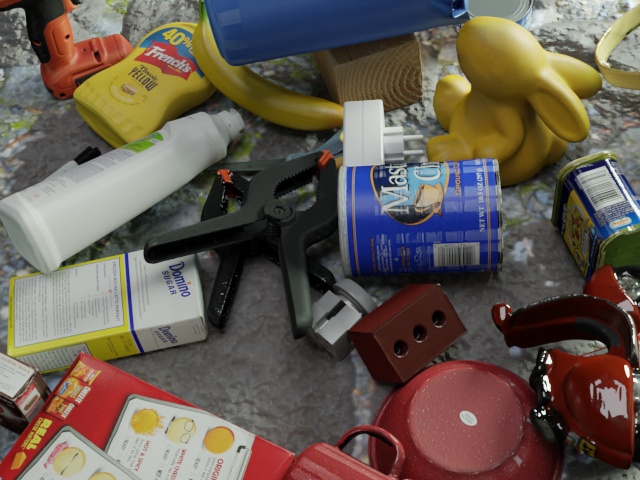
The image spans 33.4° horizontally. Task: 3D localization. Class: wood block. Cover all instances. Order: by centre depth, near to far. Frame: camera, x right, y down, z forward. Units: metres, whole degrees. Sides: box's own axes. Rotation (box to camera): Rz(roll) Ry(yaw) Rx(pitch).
[{"bbox_3d":[0.030,-0.235,1.129,0.091,0.090,0.206,-18,55,-4],"label":"wood block"}]

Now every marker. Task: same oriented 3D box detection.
[{"bbox_3d":[-0.274,-0.057,1.090,0.121,0.020,0.020,-40,59,-19],"label":"marker"}]

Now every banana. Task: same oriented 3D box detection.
[{"bbox_3d":[-0.063,-0.162,1.089,0.198,0.070,0.037,38,42,4],"label":"banana"}]

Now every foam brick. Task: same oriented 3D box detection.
[{"bbox_3d":[0.073,0.078,0.909,0.078,0.051,0.053,-36,102,-21],"label":"foam brick"}]

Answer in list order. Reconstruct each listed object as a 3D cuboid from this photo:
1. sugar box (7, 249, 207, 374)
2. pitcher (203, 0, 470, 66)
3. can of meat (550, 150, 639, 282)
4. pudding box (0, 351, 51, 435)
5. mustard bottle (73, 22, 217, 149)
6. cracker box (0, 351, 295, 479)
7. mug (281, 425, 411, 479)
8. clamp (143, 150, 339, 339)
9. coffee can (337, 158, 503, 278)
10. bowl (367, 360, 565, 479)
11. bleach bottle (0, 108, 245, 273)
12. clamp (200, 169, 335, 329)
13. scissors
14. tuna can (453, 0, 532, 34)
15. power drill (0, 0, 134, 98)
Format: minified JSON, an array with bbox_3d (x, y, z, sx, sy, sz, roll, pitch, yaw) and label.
[{"bbox_3d":[-0.195,0.062,0.979,0.176,0.048,0.093,-10,52,-2],"label":"sugar box"},{"bbox_3d":[0.014,-0.251,1.014,0.243,0.149,0.145,-13,96,4],"label":"pitcher"},{"bbox_3d":[0.248,-0.013,0.934,0.057,0.102,0.084,-18,56,-5],"label":"can of meat"},{"bbox_3d":[-0.283,0.125,0.920,0.114,0.090,0.039,19,59,20],"label":"pudding box"},{"bbox_3d":[-0.161,-0.177,1.134,0.096,0.058,0.191,39,67,18],"label":"mustard bottle"},{"bbox_3d":[-0.147,0.207,0.854,0.214,0.072,0.164,22,61,21],"label":"cracker box"},{"bbox_3d":[0.021,0.197,0.821,0.082,0.093,0.117,24,83,28],"label":"mug"},{"bbox_3d":[-0.051,-0.016,0.972,0.164,0.036,0.209,22,49,8],"label":"clamp"},{"bbox_3d":[0.090,-0.020,0.960,0.140,0.103,0.103,-3,55,6],"label":"coffee can"},{"bbox_3d":[0.117,0.156,0.862,0.162,0.055,0.162,-4,55,5],"label":"bowl"},{"bbox_3d":[-0.179,-0.061,1.030,0.250,0.068,0.103,-30,27,-22],"label":"bleach bottle"},{"bbox_3d":[-0.057,0.001,1.008,0.120,0.039,0.171,-7,56,-10],"label":"clamp"},{"bbox_3d":[-0.012,-0.092,1.079,0.202,0.016,0.096,10,55,15],"label":"scissors"},{"bbox_3d":[0.184,-0.248,1.149,0.086,0.034,0.086,-4,54,5],"label":"tuna can"},{"bbox_3d":[-0.253,-0.246,1.118,0.184,0.187,0.057,-20,53,-4],"label":"power drill"}]
